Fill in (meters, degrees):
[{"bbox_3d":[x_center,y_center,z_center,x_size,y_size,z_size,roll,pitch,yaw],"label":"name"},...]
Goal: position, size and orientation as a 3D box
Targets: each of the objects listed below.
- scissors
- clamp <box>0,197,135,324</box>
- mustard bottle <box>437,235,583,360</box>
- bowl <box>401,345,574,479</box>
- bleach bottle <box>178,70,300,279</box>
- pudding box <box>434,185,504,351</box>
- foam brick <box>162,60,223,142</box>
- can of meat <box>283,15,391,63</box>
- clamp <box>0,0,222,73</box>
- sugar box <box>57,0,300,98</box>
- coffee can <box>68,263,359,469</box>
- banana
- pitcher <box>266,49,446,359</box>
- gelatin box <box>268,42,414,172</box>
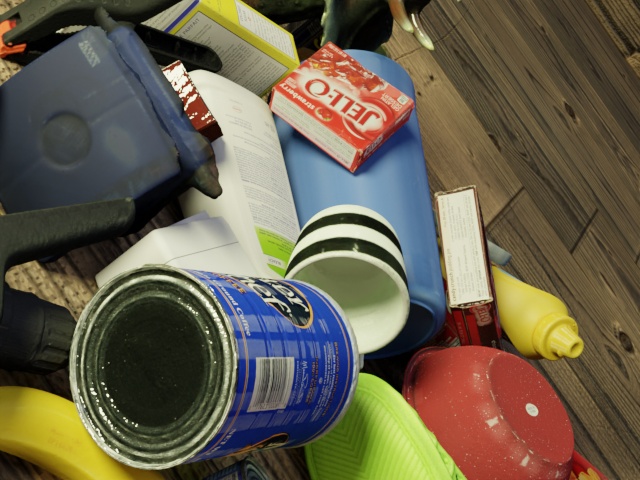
[{"bbox_3d":[0.111,-0.022,1.024,0.096,0.016,0.202,28,5,-30],"label":"scissors"},{"bbox_3d":[-0.171,0.001,0.503,0.164,0.036,0.210,36,39,-26],"label":"clamp"},{"bbox_3d":[0.168,0.060,0.966,0.096,0.058,0.192,44,-6,-34],"label":"mustard bottle"},{"bbox_3d":[0.136,0.136,0.790,0.162,0.055,0.162,31,35,-26],"label":"bowl"},{"bbox_3d":[-0.055,0.001,0.777,0.102,0.068,0.251,21,45,-48],"label":"bleach bottle"},{"bbox_3d":[0.121,0.027,0.865,0.090,0.039,0.113,68,13,-54],"label":"pudding box"},{"bbox_3d":[-0.115,-0.080,0.738,0.051,0.078,0.053,60,-2,3],"label":"foam brick"},{"bbox_3d":[0.006,-0.179,1.044,0.102,0.084,0.057,37,33,-30],"label":"can of meat"},{"bbox_3d":[-0.137,-0.158,0.744,0.171,0.120,0.039,-8,53,-26],"label":"clamp"},{"bbox_3d":[-0.110,-0.162,0.834,0.176,0.093,0.048,29,37,-41],"label":"sugar box"},{"bbox_3d":[-0.053,0.069,0.590,0.140,0.103,0.103,11,50,-62],"label":"coffee can"},{"bbox_3d":[-0.119,0.133,0.564,0.197,0.037,0.069,41,49,-22],"label":"banana"},{"bbox_3d":[0.037,-0.024,0.887,0.149,0.145,0.243,3,53,-15],"label":"pitcher"},{"bbox_3d":[0.017,-0.106,0.833,0.089,0.030,0.073,38,57,13],"label":"gelatin box"}]
